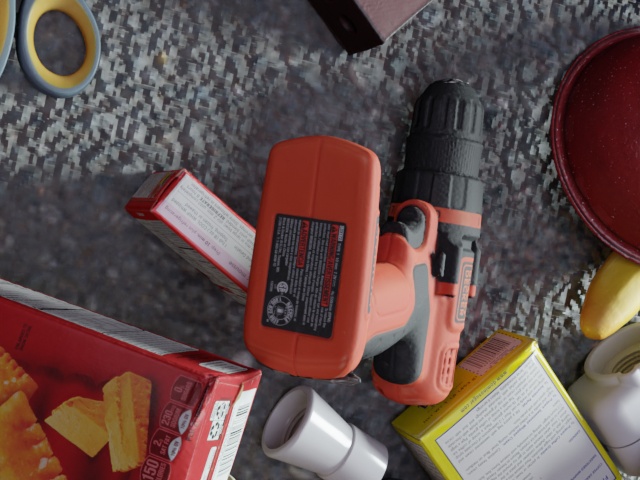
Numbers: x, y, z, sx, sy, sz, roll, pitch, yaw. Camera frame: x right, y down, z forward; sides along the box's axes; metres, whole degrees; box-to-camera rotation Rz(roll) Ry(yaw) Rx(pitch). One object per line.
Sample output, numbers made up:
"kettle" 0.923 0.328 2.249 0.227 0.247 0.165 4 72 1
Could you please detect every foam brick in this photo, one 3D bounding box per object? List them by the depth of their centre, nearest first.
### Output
"foam brick" 0.020 -0.150 0.581 0.051 0.053 0.078 -41 104 -13

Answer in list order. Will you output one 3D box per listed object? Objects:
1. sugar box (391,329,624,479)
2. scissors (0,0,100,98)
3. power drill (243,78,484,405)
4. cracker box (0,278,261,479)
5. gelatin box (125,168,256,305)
"sugar box" 0.129 0.150 0.641 0.093 0.048 0.176 -38 108 -13
"scissors" -0.142 -0.161 0.544 0.096 0.016 0.202 18 87 -21
"power drill" 0.035 -0.003 0.539 0.187 0.057 0.184 7 89 -64
"cracker box" -0.154 0.101 0.471 0.214 0.072 0.164 18 89 12
"gelatin box" -0.054 0.001 0.553 0.089 0.073 0.030 41 80 -17
